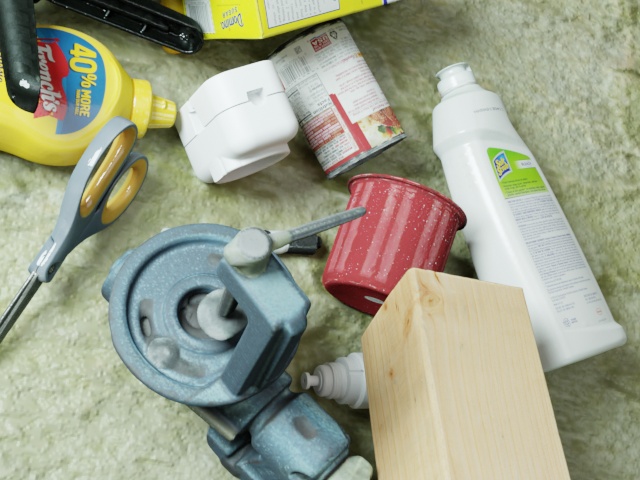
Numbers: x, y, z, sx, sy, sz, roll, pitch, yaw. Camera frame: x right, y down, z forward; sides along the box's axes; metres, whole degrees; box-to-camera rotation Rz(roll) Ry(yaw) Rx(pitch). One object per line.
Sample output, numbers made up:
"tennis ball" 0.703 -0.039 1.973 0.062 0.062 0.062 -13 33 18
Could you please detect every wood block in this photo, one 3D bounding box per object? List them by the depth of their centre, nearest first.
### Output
"wood block" 0.091 0.131 0.680 0.090 0.090 0.206 10 48 -19

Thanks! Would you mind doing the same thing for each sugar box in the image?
"sugar box" -0.004 -0.183 0.773 0.175 0.093 0.048 -20 112 -35

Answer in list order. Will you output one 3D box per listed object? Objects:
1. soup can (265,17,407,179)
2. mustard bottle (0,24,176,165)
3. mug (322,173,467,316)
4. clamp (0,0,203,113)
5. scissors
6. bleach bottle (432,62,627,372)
"soup can" 0.011 -0.105 0.797 0.068 0.069 0.102 -29 90 -28
"mustard bottle" -0.190 -0.099 0.707 0.191 0.058 0.096 8 63 -24
"mug" 0.056 0.013 0.786 0.117 0.093 0.081 42 63 -51
"clamp" -0.198 -0.168 0.696 0.210 0.036 0.164 39 39 6
"scissors" -0.169 0.010 0.706 0.016 0.096 0.202 31 96 12
"bleach bottle" 0.152 -0.022 0.843 0.102 0.068 0.251 -9 75 -46
